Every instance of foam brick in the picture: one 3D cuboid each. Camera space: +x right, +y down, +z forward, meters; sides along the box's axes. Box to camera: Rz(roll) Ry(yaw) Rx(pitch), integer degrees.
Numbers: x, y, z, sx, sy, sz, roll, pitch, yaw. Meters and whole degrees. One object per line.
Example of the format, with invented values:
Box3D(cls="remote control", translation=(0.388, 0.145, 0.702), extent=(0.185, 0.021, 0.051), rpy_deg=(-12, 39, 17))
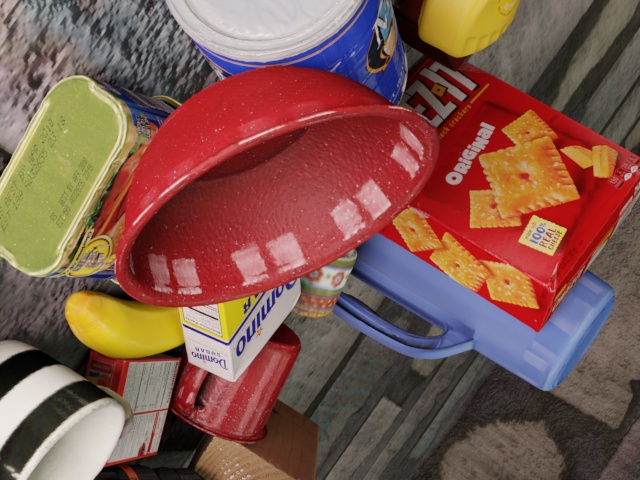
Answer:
Box3D(cls="foam brick", translation=(0.091, -0.171, 0.808), extent=(0.051, 0.053, 0.078), rpy_deg=(-56, 163, 1))

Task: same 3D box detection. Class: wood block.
Box3D(cls="wood block", translation=(-0.061, 0.196, 0.910), extent=(0.090, 0.091, 0.206), rpy_deg=(-57, -179, 4))

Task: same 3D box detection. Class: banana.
Box3D(cls="banana", translation=(-0.108, 0.044, 0.711), extent=(0.197, 0.037, 0.070), rpy_deg=(-24, 127, -61))

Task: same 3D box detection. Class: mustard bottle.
Box3D(cls="mustard bottle", translation=(0.114, -0.210, 0.657), extent=(0.096, 0.058, 0.192), rpy_deg=(-48, 162, -34))

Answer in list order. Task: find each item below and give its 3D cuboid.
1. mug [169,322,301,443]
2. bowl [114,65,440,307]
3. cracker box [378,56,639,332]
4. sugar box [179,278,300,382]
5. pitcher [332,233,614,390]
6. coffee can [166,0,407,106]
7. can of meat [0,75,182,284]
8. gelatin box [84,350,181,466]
Box3D(cls="mug", translation=(-0.071, 0.097, 0.812), extent=(0.081, 0.093, 0.117), rpy_deg=(-64, 159, 11))
Box3D(cls="bowl", translation=(-0.028, -0.032, 0.501), extent=(0.162, 0.055, 0.162), rpy_deg=(-22, 157, -10))
Box3D(cls="cracker box", translation=(0.136, -0.050, 0.877), extent=(0.164, 0.214, 0.072), rpy_deg=(-46, 158, -29))
Box3D(cls="sugar box", translation=(-0.054, 0.001, 0.685), extent=(0.093, 0.048, 0.176), rpy_deg=(-52, 150, -36))
Box3D(cls="pitcher", translation=(0.125, 0.032, 0.947), extent=(0.144, 0.243, 0.149), rpy_deg=(-15, 136, -61))
Box3D(cls="coffee can", translation=(-0.013, -0.114, 0.556), extent=(0.103, 0.103, 0.140), rpy_deg=(-54, 163, -6))
Box3D(cls="can of meat", translation=(-0.110, -0.029, 0.536), extent=(0.102, 0.057, 0.083), rpy_deg=(-59, 159, 9))
Box3D(cls="gelatin box", translation=(-0.135, 0.113, 0.737), extent=(0.089, 0.030, 0.073), rpy_deg=(15, 88, -72))
